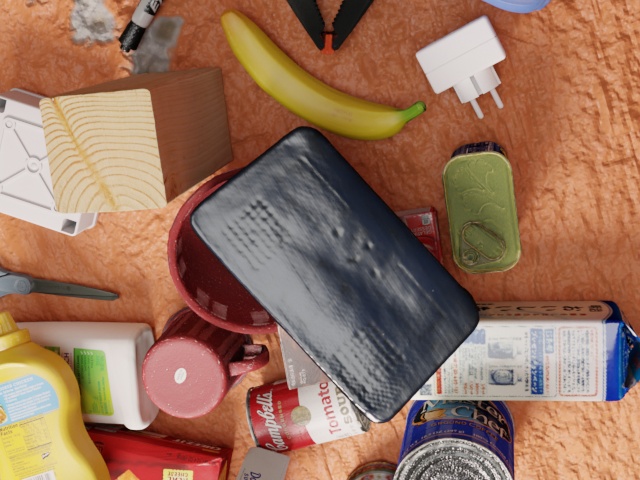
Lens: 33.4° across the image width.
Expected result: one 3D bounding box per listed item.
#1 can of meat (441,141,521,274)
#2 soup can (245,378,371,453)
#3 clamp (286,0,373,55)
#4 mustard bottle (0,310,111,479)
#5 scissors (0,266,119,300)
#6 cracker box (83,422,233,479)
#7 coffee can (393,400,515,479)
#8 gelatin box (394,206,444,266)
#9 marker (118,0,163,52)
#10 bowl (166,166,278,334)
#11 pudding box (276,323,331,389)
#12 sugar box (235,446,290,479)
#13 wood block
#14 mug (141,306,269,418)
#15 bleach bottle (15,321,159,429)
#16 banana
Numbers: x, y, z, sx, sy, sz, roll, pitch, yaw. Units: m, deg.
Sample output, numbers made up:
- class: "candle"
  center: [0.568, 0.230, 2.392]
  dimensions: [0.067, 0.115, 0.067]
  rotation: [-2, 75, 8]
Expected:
- class: "can of meat"
  center: [0.139, -0.031, 0.915]
  dimensions: [0.057, 0.084, 0.102]
  rotation: [-7, 102, 11]
- class: "soup can"
  center: [-0.010, 0.158, 0.995]
  dimensions: [0.102, 0.068, 0.068]
  rotation: [-16, 100, 13]
- class: "clamp"
  center: [-0.001, -0.266, 0.904]
  dimensions: [0.164, 0.036, 0.210]
  rotation: [8, 107, -1]
- class: "mustard bottle"
  center: [-0.263, 0.157, 0.973]
  dimensions: [0.096, 0.058, 0.191]
  rotation: [-19, 90, 15]
- class: "scissors"
  center: [-0.302, 0.058, 1.049]
  dimensions: [0.202, 0.016, 0.096]
  rotation: [22, 108, 4]
- class: "cracker box"
  center: [-0.186, 0.293, 1.028]
  dimensions: [0.164, 0.072, 0.214]
  rotation: [10, 87, 7]
- class: "coffee can"
  center: [0.120, 0.194, 0.943]
  dimensions: [0.103, 0.140, 0.103]
  rotation: [2, 104, 9]
- class: "gelatin box"
  center: [0.066, 0.012, 0.966]
  dimensions: [0.089, 0.030, 0.073]
  rotation: [-7, 102, 12]
- class: "marker"
  center: [-0.147, -0.221, 0.953]
  dimensions: [0.020, 0.020, 0.121]
  rotation: [34, 107, 1]
- class: "bowl"
  center: [-0.056, 0.001, 0.959]
  dimensions: [0.162, 0.055, 0.162]
  rotation: [-2, 113, -5]
- class: "pudding box"
  center: [0.006, 0.068, 0.942]
  dimensions: [0.090, 0.039, 0.113]
  rotation: [-10, 114, -2]
- class: "sugar box"
  center: [-0.072, 0.282, 0.991]
  dimensions: [0.048, 0.093, 0.176]
  rotation: [15, 128, 6]
- class: "wood block"
  center: [-0.145, -0.088, 0.887]
  dimensions: [0.090, 0.206, 0.091]
  rotation: [-3, 103, 11]
- class: "mug"
  center: [-0.105, 0.114, 0.993]
  dimensions: [0.117, 0.081, 0.093]
  rotation: [-3, 103, 11]
- class: "bleach bottle"
  center: [-0.287, 0.131, 1.040]
  dimensions: [0.251, 0.068, 0.102]
  rotation: [-2, 100, 12]
- class: "banana"
  center: [-0.004, -0.135, 0.935]
  dimensions: [0.198, 0.037, 0.070]
  rotation: [26, 123, 7]
